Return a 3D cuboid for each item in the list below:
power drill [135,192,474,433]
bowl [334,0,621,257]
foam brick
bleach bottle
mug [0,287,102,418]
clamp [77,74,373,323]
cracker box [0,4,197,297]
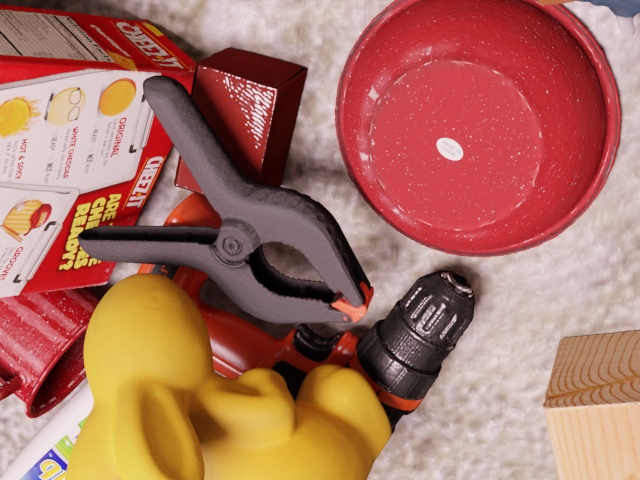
[{"bbox_3d":[-0.021,0.052,0.652,0.187,0.057,0.185,36,114,4],"label":"power drill"},{"bbox_3d":[0.077,-0.057,0.578,0.162,0.055,0.162,7,112,17],"label":"bowl"},{"bbox_3d":[-0.047,-0.066,0.618,0.051,0.053,0.078,19,115,11],"label":"foam brick"},{"bbox_3d":[-0.165,0.174,0.747,0.102,0.068,0.251,44,120,-1],"label":"bleach bottle"},{"bbox_3d":[-0.194,0.060,0.685,0.081,0.117,0.093,38,132,8],"label":"mug"},{"bbox_3d":[-0.054,0.001,0.597,0.171,0.039,0.120,39,124,-1],"label":"clamp"},{"bbox_3d":[-0.188,-0.046,0.584,0.072,0.213,0.164,45,120,26],"label":"cracker box"}]
